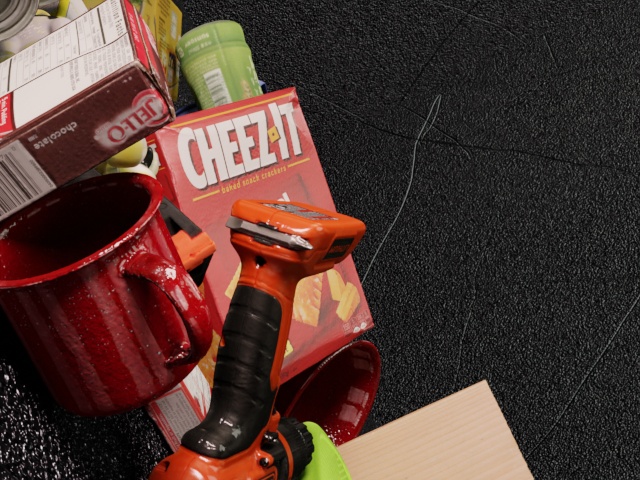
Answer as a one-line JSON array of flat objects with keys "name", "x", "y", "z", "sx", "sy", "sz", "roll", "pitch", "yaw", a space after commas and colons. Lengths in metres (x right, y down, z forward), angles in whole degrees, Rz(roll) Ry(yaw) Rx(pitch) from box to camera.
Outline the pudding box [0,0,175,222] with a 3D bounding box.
[{"name": "pudding box", "x": -0.128, "y": -0.063, "z": 0.510, "sx": 0.039, "sy": 0.113, "sz": 0.090, "roll": 59, "pitch": 5, "yaw": -35}]

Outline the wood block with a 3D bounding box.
[{"name": "wood block", "x": 0.057, "y": 0.199, "z": 0.835, "sx": 0.090, "sy": 0.206, "sz": 0.091, "roll": 60, "pitch": 5, "yaw": -68}]

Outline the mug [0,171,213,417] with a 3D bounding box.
[{"name": "mug", "x": -0.092, "y": 0.027, "z": 0.486, "sx": 0.117, "sy": 0.093, "sz": 0.081, "roll": 5, "pitch": -53, "yaw": 40}]

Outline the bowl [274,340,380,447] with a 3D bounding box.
[{"name": "bowl", "x": -0.015, "y": 0.148, "z": 0.935, "sx": 0.055, "sy": 0.162, "sz": 0.162, "roll": 28, "pitch": -18, "yaw": 29}]

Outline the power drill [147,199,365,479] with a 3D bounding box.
[{"name": "power drill", "x": -0.028, "y": 0.072, "z": 0.631, "sx": 0.184, "sy": 0.057, "sz": 0.188, "roll": -2, "pitch": 107, "yaw": -73}]

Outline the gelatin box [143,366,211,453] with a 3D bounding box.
[{"name": "gelatin box", "x": -0.099, "y": 0.086, "z": 0.684, "sx": 0.073, "sy": 0.030, "sz": 0.089, "roll": -114, "pitch": 179, "yaw": -65}]

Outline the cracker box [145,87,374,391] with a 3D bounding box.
[{"name": "cracker box", "x": -0.055, "y": 0.001, "z": 0.831, "sx": 0.163, "sy": 0.072, "sz": 0.214, "roll": -24, "pitch": 98, "yaw": -49}]
